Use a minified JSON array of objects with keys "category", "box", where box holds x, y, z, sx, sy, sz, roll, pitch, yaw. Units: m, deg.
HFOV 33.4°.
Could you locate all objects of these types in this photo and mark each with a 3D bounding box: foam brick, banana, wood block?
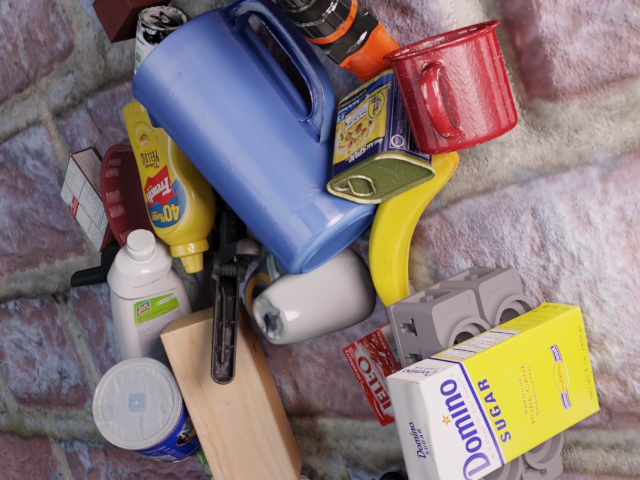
[{"category":"foam brick","box":[-0.210,-0.265,1.185,0.078,0.052,0.051,-38,77,54]},{"category":"banana","box":[0.078,-0.008,0.959,0.070,0.037,0.198,24,129,21]},{"category":"wood block","box":[-0.097,0.180,1.202,0.091,0.090,0.206,-72,-38,-83]}]

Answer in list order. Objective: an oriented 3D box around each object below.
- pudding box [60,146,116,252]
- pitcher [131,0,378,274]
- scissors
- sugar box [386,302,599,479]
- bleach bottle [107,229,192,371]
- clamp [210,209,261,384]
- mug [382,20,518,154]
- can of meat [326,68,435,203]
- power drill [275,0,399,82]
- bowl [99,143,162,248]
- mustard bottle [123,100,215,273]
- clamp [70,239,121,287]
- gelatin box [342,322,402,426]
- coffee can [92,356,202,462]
[{"category":"pudding box","box":[-0.299,-0.054,1.423,0.113,0.039,0.090,52,141,19]},{"category":"pitcher","box":[-0.051,-0.097,0.997,0.243,0.145,0.149,51,168,11]},{"category":"scissors","box":[-0.057,0.001,1.125,0.096,0.016,0.202,-19,93,24]},{"category":"sugar box","box":[0.137,0.119,0.822,0.048,0.175,0.093,0,107,53]},{"category":"bleach bottle","box":[-0.193,0.071,1.245,0.068,0.102,0.251,50,154,28]},{"category":"clamp","box":[-0.097,0.039,1.115,0.210,0.036,0.165,-112,33,-65]},{"category":"mug","box":[0.100,-0.113,0.812,0.093,0.117,0.081,-13,104,21]},{"category":"can of meat","box":[0.052,-0.087,0.903,0.102,0.057,0.084,-25,55,54]},{"category":"power drill","box":[-0.027,-0.221,0.886,0.057,0.184,0.188,-43,59,9]},{"category":"bowl","box":[-0.200,-0.044,1.282,0.162,0.055,0.162,28,128,42]},{"category":"mustard bottle","box":[-0.155,-0.059,1.142,0.096,0.058,0.191,-6,99,48]},{"category":"clamp","box":[-0.258,0.057,1.417,0.120,0.039,0.172,41,139,-9]},{"category":"gelatin box","box":[0.067,0.131,1.045,0.073,0.030,0.089,-37,77,54]},{"category":"coffee can","box":[-0.191,0.199,1.238,0.103,0.103,0.140,53,177,20]}]
